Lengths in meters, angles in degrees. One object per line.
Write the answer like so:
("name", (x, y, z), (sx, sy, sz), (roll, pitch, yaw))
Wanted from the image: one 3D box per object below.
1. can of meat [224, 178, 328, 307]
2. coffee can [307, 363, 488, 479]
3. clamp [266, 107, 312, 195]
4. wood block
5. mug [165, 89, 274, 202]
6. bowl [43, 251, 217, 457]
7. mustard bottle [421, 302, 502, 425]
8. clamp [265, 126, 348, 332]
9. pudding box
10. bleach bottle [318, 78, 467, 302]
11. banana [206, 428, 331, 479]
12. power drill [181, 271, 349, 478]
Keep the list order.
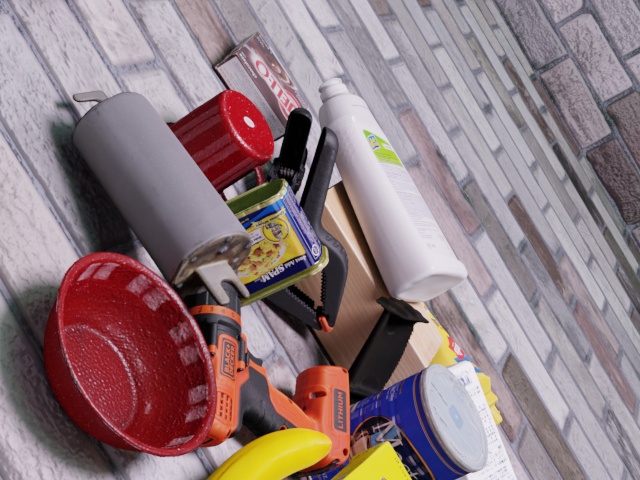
("can of meat", (-0.057, 0.001, 0.983), (0.084, 0.102, 0.057), (61, 10, -21))
("coffee can", (0.069, 0.189, 0.986), (0.102, 0.140, 0.103), (43, 30, -32))
("clamp", (-0.033, -0.080, 1.123), (0.039, 0.120, 0.171), (25, 6, -1))
("wood block", (0.033, 0.051, 1.130), (0.206, 0.091, 0.090), (58, 24, -3))
("mug", (-0.095, -0.084, 1.047), (0.093, 0.082, 0.117), (-8, 70, -64))
("bowl", (-0.149, 0.091, 0.783), (0.162, 0.055, 0.162), (43, 30, -32))
("mustard bottle", (0.137, 0.136, 1.215), (0.192, 0.058, 0.096), (50, 7, 15))
("clamp", (-0.022, -0.003, 1.035), (0.210, 0.165, 0.036), (59, 12, -26))
("pudding box", (-0.067, -0.179, 1.254), (0.113, 0.039, 0.090), (53, 26, -14))
("bleach bottle", (0.063, -0.060, 1.127), (0.102, 0.068, 0.251), (13, 49, -59))
("banana", (-0.059, 0.198, 0.817), (0.197, 0.037, 0.069), (-48, 122, -42))
("power drill", (-0.051, 0.113, 0.929), (0.187, 0.057, 0.184), (35, 44, -39))
